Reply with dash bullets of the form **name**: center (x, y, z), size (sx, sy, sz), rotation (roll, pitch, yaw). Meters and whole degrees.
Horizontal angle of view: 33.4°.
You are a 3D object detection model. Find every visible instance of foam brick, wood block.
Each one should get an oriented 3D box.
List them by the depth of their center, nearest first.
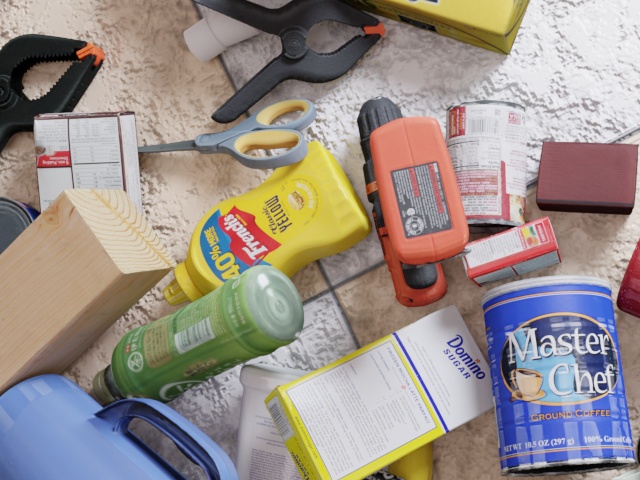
- **foam brick**: center (0.218, -0.051, 0.874), size (0.078, 0.053, 0.051), rotation (3, 85, 14)
- **wood block**: center (-0.240, 0.054, 0.940), size (0.206, 0.090, 0.091), rotation (-41, 77, 20)

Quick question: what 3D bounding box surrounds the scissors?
- **scissors**: center (-0.087, -0.100, 0.971), size (0.202, 0.016, 0.096), rotation (10, 49, 36)

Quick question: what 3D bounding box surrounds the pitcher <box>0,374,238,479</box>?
- **pitcher**: center (-0.176, 0.210, 0.888), size (0.149, 0.145, 0.243), rotation (-36, 54, -27)

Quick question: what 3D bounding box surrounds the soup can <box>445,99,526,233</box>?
- **soup can**: center (0.137, -0.060, 0.887), size (0.068, 0.068, 0.102), rotation (0, 84, 14)

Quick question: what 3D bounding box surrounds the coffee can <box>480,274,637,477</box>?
- **coffee can**: center (0.183, 0.107, 0.828), size (0.103, 0.102, 0.140), rotation (-8, 72, 13)

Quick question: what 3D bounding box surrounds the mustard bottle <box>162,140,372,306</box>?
- **mustard bottle**: center (-0.056, 0.001, 0.936), size (0.192, 0.058, 0.096), rotation (-33, 68, 10)

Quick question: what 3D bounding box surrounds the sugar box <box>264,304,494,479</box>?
- **sugar box**: center (0.053, 0.128, 0.857), size (0.176, 0.048, 0.093), rotation (-21, 76, -27)

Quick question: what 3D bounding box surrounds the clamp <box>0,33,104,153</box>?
- **clamp**: center (-0.310, -0.146, 1.027), size (0.210, 0.036, 0.164), rotation (-31, 83, 8)

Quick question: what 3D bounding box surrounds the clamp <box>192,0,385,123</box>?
- **clamp**: center (-0.032, -0.182, 0.938), size (0.171, 0.039, 0.120), rotation (-19, 114, -1)

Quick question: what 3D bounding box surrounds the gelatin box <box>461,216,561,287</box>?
- **gelatin box**: center (0.155, 0.010, 0.864), size (0.073, 0.089, 0.030), rotation (-19, 78, 12)

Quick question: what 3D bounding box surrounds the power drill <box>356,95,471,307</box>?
- **power drill**: center (0.068, -0.042, 0.844), size (0.057, 0.187, 0.184), rotation (-15, 84, 0)

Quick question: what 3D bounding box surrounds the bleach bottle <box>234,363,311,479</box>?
- **bleach bottle**: center (-0.036, 0.236, 0.905), size (0.103, 0.068, 0.251), rotation (9, 89, 14)

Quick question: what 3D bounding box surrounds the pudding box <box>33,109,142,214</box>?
- **pudding box**: center (-0.214, -0.062, 0.983), size (0.090, 0.039, 0.113), rotation (0, 101, 13)

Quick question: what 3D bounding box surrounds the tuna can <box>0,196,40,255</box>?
- **tuna can**: center (-0.300, 0.003, 1.012), size (0.086, 0.033, 0.086), rotation (-2, 84, 14)
